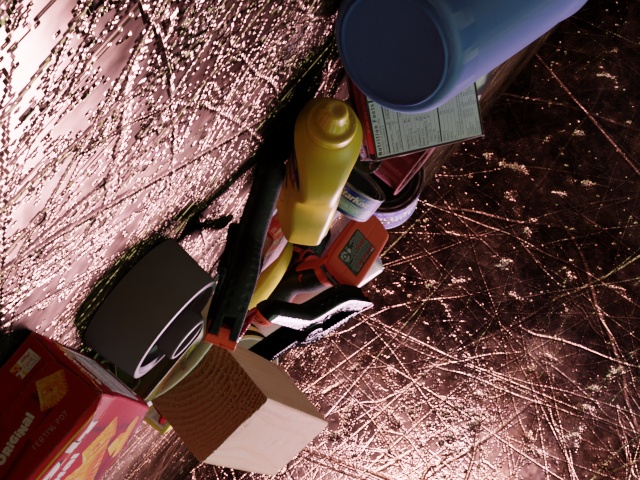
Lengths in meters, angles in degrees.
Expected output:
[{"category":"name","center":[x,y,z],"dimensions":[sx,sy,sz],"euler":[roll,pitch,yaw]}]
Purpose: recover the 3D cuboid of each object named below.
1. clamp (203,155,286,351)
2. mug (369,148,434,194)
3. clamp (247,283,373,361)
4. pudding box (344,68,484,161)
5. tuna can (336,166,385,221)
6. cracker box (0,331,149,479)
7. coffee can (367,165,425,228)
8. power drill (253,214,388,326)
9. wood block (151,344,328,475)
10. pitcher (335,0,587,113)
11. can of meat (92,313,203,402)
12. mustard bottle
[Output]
[{"category":"clamp","center":[-0.065,0.011,0.911],"dimensions":[0.171,0.039,0.120],"euler":[-85,-169,-45]},{"category":"mug","center":[0.090,-0.120,1.294],"dimensions":[0.093,0.081,0.117],"euler":[-49,174,-18]},{"category":"clamp","center":[-0.019,0.088,1.182],"dimensions":[0.209,0.036,0.165],"euler":[-23,157,-34]},{"category":"pudding box","center":[0.082,-0.123,0.931],"dimensions":[0.113,0.090,0.039],"euler":[-13,-169,-19]},{"category":"tuna can","center":[0.028,-0.060,1.178],"dimensions":[0.034,0.086,0.086],"euler":[-51,175,18]},{"category":"cracker box","center":[-0.210,0.159,0.765],"dimensions":[0.164,0.072,0.214],"euler":[-51,174,-9]},{"category":"coffee can","center":[0.084,-0.075,1.430],"dimensions":[0.103,0.103,0.140],"euler":[-51,174,-5]},{"category":"power drill","center":[0.001,0.022,1.356],"dimensions":[0.188,0.057,0.184],"euler":[-25,-154,51]},{"category":"wood block","center":[-0.078,0.173,1.089],"dimensions":[0.090,0.091,0.206],"euler":[-44,158,1]},{"category":"pitcher","center":[0.110,-0.192,0.850],"dimensions":[0.242,0.145,0.149],"euler":[-41,157,-43]},{"category":"can of meat","center":[-0.147,0.094,0.931],"dimensions":[0.102,0.057,0.084],"euler":[-50,176,-9]},{"category":"mustard bottle","center":[0.000,-0.071,0.935],"dimensions":[0.192,0.058,0.096],"euler":[113,-15,-68]}]
